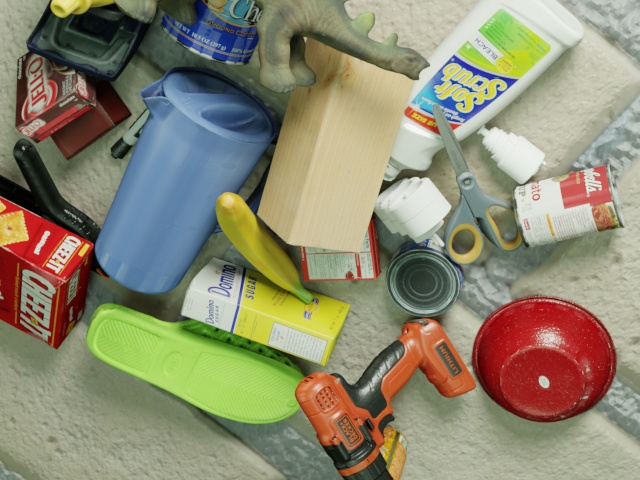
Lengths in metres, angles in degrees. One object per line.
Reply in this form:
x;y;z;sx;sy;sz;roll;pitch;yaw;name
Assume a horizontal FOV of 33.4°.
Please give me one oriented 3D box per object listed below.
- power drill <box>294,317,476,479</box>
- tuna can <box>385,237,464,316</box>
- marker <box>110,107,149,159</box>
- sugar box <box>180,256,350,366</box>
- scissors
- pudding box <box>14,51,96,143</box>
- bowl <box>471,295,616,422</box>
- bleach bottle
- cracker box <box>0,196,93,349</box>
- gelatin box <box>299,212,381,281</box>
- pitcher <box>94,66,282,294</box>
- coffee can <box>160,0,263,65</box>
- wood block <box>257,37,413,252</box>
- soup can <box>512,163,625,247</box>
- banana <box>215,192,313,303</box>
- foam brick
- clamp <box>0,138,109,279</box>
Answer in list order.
0.084;0.190;1.189;0.184;0.187;0.057;59;156;-11;power drill
0.117;0.042;1.196;0.086;0.033;0.086;5;113;12;tuna can
-0.200;-0.135;1.215;0.020;0.020;0.121;45;115;-6;marker
-0.061;0.079;1.225;0.176;0.093;0.048;21;115;5;sugar box
0.141;-0.047;1.123;0.096;0.016;0.201;-38;120;13;scissors
-0.292;-0.174;1.174;0.090;0.113;0.039;-27;139;22;pudding box
0.248;0.145;1.193;0.162;0.055;0.162;5;113;12;bowl
0.147;-0.151;1.096;0.102;0.068;0.251;39;118;-5;bleach bottle
-0.384;0.023;1.265;0.214;0.072;0.164;28;143;3;cracker box
0.021;0.007;1.210;0.089;0.030;0.073;-2;110;16;gelatin box
-0.148;-0.057;1.183;0.149;0.144;0.243;38;120;10;pitcher
-0.091;-0.265;1.087;0.103;0.102;0.140;29;116;2;coffee can
0.015;-0.102;1.102;0.090;0.090;0.206;7;109;-29;wood block
0.258;-0.035;1.110;0.102;0.068;0.068;-13;108;20;soup can
-0.069;-0.001;1.166;0.070;0.037;0.197;20;159;41;banana
-0.265;-0.138;1.212;0.078;0.053;0.051;-31;101;22;foam brick
-0.311;-0.035;1.241;0.210;0.036;0.165;44;150;-18;clamp
